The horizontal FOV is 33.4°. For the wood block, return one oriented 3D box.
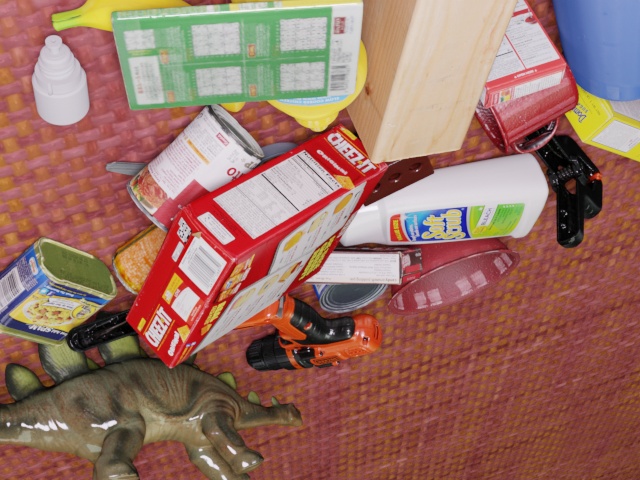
[{"bbox_3d":[0.086,-0.168,0.870,0.090,0.091,0.206,-11,147,-18],"label":"wood block"}]

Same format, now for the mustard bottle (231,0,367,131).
[{"bbox_3d":[-0.011,-0.150,0.859,0.096,0.058,0.191,-2,149,6],"label":"mustard bottle"}]

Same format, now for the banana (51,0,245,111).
[{"bbox_3d":[-0.109,-0.152,0.826,0.070,0.037,0.197,-17,154,35],"label":"banana"}]

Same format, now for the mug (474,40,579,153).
[{"bbox_3d":[0.188,-0.131,0.987,0.081,0.093,0.117,-29,126,1],"label":"mug"}]

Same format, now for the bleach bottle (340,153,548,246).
[{"bbox_3d":[0.107,-0.032,1.122,0.250,0.068,0.103,-9,150,-16],"label":"bleach bottle"}]

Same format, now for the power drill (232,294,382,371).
[{"bbox_3d":[-0.050,0.098,1.197,0.185,0.057,0.187,-17,152,31],"label":"power drill"}]

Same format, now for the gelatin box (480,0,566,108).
[{"bbox_3d":[0.159,-0.164,0.925,0.073,0.089,0.030,-18,149,-7],"label":"gelatin box"}]

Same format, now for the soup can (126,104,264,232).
[{"bbox_3d":[-0.107,-0.060,0.916,0.102,0.068,0.068,-43,145,10],"label":"soup can"}]

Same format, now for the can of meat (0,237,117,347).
[{"bbox_3d":[-0.257,0.049,1.014,0.084,0.057,0.102,-38,147,19],"label":"can of meat"}]

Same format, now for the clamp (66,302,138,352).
[{"bbox_3d":[-0.163,0.072,1.061,0.120,0.039,0.171,-16,-179,18],"label":"clamp"}]

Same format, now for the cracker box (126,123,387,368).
[{"bbox_3d":[-0.056,0.001,0.948,0.213,0.072,0.164,-33,163,-44],"label":"cracker box"}]

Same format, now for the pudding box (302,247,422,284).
[{"bbox_3d":[0.042,0.026,1.114,0.114,0.039,0.090,-2,180,18],"label":"pudding box"}]

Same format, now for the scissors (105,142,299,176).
[{"bbox_3d":[-0.090,-0.070,0.979,0.096,0.016,0.201,-42,144,25],"label":"scissors"}]

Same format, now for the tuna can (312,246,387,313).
[{"bbox_3d":[0.034,0.045,1.216,0.086,0.034,0.086,-17,148,-11],"label":"tuna can"}]

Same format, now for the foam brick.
[{"bbox_3d":[0.063,-0.079,1.029,0.078,0.051,0.053,-26,149,5],"label":"foam brick"}]

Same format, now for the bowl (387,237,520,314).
[{"bbox_3d":[0.144,0.027,1.225,0.162,0.055,0.162,-18,159,-7],"label":"bowl"}]

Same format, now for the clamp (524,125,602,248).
[{"bbox_3d":[0.252,-0.077,1.112,0.036,0.164,0.209,-25,174,26],"label":"clamp"}]
